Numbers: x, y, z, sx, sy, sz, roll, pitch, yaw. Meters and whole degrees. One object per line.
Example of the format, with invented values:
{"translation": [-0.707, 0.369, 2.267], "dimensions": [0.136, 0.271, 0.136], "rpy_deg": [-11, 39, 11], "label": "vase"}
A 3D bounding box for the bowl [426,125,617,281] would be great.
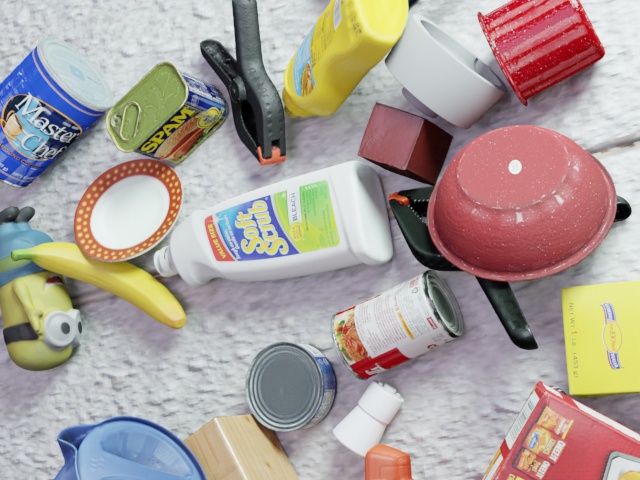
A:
{"translation": [0.164, -0.045, 0.897], "dimensions": [0.162, 0.055, 0.162], "rpy_deg": [-10, 50, 12], "label": "bowl"}

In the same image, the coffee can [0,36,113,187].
{"translation": [-0.315, -0.142, 1.186], "dimensions": [0.140, 0.102, 0.103], "rpy_deg": [-40, 67, 18], "label": "coffee can"}

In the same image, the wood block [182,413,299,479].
{"translation": [-0.059, 0.274, 0.997], "dimensions": [0.091, 0.090, 0.206], "rpy_deg": [-38, 67, 20], "label": "wood block"}

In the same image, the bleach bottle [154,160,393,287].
{"translation": [-0.057, 0.001, 1.050], "dimensions": [0.251, 0.068, 0.102], "rpy_deg": [-16, 75, 28], "label": "bleach bottle"}

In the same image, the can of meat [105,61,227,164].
{"translation": [-0.157, -0.129, 1.109], "dimensions": [0.102, 0.083, 0.057], "rpy_deg": [-40, 67, 18], "label": "can of meat"}

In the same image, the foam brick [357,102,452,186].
{"translation": [0.079, -0.087, 0.979], "dimensions": [0.053, 0.078, 0.051], "rpy_deg": [22, 92, 29], "label": "foam brick"}

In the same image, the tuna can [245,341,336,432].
{"translation": [-0.028, 0.141, 1.030], "dimensions": [0.086, 0.033, 0.086], "rpy_deg": [-4, 81, 28], "label": "tuna can"}

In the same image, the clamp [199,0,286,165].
{"translation": [-0.070, -0.161, 1.069], "dimensions": [0.171, 0.039, 0.120], "rpy_deg": [64, 155, 16], "label": "clamp"}

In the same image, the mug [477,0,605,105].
{"translation": [0.192, -0.184, 0.933], "dimensions": [0.082, 0.093, 0.117], "rpy_deg": [-27, 35, 18], "label": "mug"}

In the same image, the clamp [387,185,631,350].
{"translation": [0.141, 0.006, 0.927], "dimensions": [0.210, 0.036, 0.164], "rpy_deg": [16, 58, 34], "label": "clamp"}

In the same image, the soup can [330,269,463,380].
{"translation": [0.069, 0.076, 0.967], "dimensions": [0.102, 0.068, 0.068], "rpy_deg": [-27, 71, 22], "label": "soup can"}

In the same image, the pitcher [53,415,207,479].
{"translation": [-0.207, 0.288, 0.975], "dimensions": [0.243, 0.144, 0.149], "rpy_deg": [-50, 50, 30], "label": "pitcher"}

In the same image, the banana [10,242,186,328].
{"translation": [-0.224, 0.043, 1.127], "dimensions": [0.198, 0.069, 0.037], "rpy_deg": [20, 122, 7], "label": "banana"}

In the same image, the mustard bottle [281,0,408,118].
{"translation": [0.012, -0.172, 1.004], "dimensions": [0.192, 0.058, 0.096], "rpy_deg": [-44, 39, 52], "label": "mustard bottle"}
